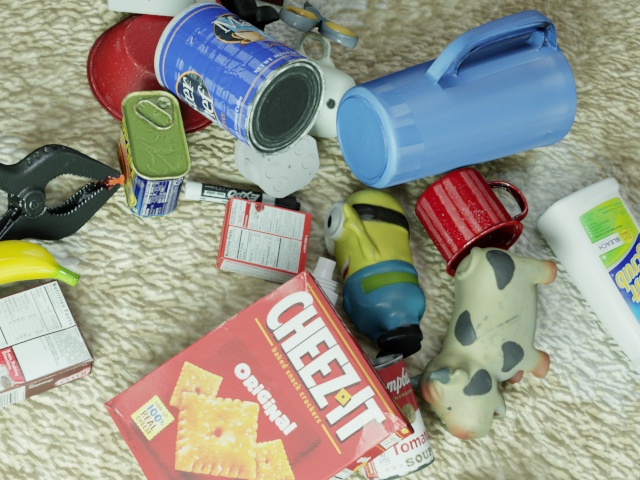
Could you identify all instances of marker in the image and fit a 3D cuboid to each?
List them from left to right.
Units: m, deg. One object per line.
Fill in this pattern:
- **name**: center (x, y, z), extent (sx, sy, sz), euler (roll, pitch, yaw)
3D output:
- **marker**: center (-0.080, -0.044, 1.105), extent (0.121, 0.020, 0.020), euler (8, 60, -12)

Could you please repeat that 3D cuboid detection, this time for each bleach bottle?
- **bleach bottle**: center (0.340, 0.059, 1.147), extent (0.102, 0.068, 0.251), euler (-23, 72, -26)

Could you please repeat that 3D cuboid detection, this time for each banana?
- **banana**: center (-0.311, 0.047, 0.930), extent (0.197, 0.037, 0.070), euler (-29, 66, -30)

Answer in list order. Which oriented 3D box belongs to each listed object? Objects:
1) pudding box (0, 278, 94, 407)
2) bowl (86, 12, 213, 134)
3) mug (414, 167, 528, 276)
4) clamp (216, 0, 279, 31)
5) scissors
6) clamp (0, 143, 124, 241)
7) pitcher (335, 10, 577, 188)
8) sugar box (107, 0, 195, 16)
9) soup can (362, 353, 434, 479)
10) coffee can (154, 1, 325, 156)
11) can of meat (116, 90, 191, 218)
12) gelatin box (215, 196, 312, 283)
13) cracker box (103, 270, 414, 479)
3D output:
- **pudding box**: center (-0.272, 0.094, 0.959), extent (0.113, 0.039, 0.090), euler (-18, 66, -26)
- **bowl**: center (-0.167, -0.193, 1.142), extent (0.162, 0.055, 0.162), euler (7, 59, -13)
- **mug**: center (0.162, -0.027, 1.123), extent (0.117, 0.093, 0.081), euler (-26, 66, -12)
- **clamp**: center (-0.079, -0.218, 1.164), extent (0.039, 0.120, 0.171), euler (-3, 30, -18)
- **scissors**: center (0.006, -0.239, 1.169), extent (0.096, 0.016, 0.201), euler (26, 18, 5)
- **clamp**: center (-0.280, -0.027, 0.998), extent (0.209, 0.165, 0.036), euler (-12, 26, -42)
- **pitcher**: center (0.143, -0.144, 1.127), extent (0.242, 0.145, 0.149), euler (-19, 98, -27)
- **sugar box**: center (-0.188, -0.310, 1.175), extent (0.093, 0.048, 0.176), euler (2, 38, -15)
- **soup can**: center (0.058, 0.163, 0.983), extent (0.068, 0.069, 0.102), euler (-17, 88, -24)
- **coffee can**: center (-0.079, -0.159, 1.042), extent (0.102, 0.103, 0.140), euler (-34, 54, -29)
- **can of meat**: center (-0.168, -0.084, 1.062), extent (0.057, 0.084, 0.102), euler (-6, 63, -19)
- **gelatin box**: center (-0.057, 0.001, 1.080), extent (0.089, 0.030, 0.073), euler (12, 60, -10)
- **cracker box**: center (-0.053, 0.153, 0.921), extent (0.213, 0.072, 0.164), euler (-34, 73, 1)
